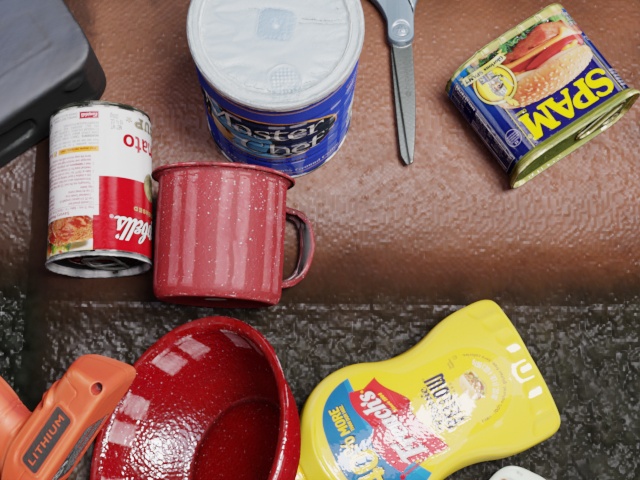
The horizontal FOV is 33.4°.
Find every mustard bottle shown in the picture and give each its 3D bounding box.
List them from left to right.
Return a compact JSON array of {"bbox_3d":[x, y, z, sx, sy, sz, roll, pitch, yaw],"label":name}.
[{"bbox_3d":[0.045,0.118,0.668,0.191,0.058,0.096,-25,76,-6],"label":"mustard bottle"}]

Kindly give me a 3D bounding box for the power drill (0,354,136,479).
[{"bbox_3d":[-0.209,0.056,0.655,0.188,0.057,0.184,36,105,8],"label":"power drill"}]

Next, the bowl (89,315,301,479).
[{"bbox_3d":[-0.065,0.130,0.642,0.162,0.055,0.162,-21,55,33],"label":"bowl"}]

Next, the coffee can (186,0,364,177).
[{"bbox_3d":[-0.027,-0.108,0.679,0.103,0.140,0.103,0,76,-1],"label":"coffee can"}]

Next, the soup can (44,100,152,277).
[{"bbox_3d":[-0.144,-0.032,0.696,0.068,0.068,0.102,-2,76,-2],"label":"soup can"}]

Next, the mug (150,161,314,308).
[{"bbox_3d":[-0.055,0.001,0.687,0.117,0.093,0.081,9,79,-36],"label":"mug"}]

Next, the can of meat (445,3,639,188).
[{"bbox_3d":[0.148,-0.099,0.724,0.102,0.057,0.084,-33,76,-9],"label":"can of meat"}]

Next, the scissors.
[{"bbox_3d":[0.039,-0.157,0.756,0.096,0.016,0.201,13,77,4],"label":"scissors"}]
